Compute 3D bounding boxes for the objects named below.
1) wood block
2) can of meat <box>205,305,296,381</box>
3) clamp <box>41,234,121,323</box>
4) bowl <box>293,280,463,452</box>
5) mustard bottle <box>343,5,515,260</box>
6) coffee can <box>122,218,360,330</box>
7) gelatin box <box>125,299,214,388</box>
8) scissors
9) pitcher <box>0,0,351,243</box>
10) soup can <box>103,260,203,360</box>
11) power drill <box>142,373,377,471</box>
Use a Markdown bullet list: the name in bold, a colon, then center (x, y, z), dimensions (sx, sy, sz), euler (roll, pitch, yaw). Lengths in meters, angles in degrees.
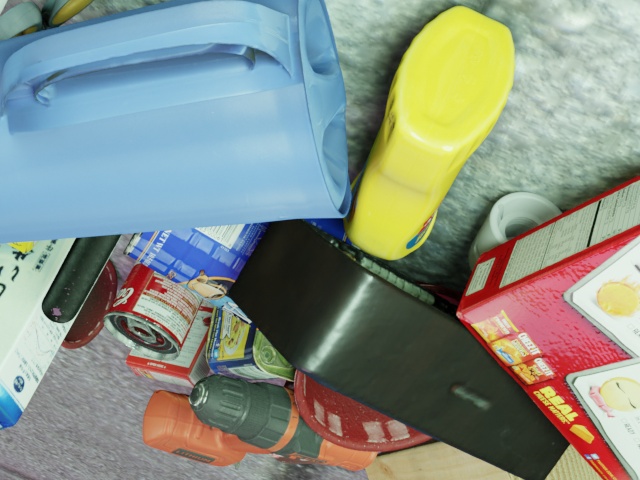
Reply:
- **wood block**: center (0.138, 0.209, 0.939), dimensions (0.206, 0.090, 0.090), euler (-32, 77, 57)
- **can of meat**: center (-0.046, 0.064, 0.864), dimensions (0.057, 0.102, 0.084), euler (22, 159, -32)
- **clamp**: center (-0.127, -0.058, 0.735), dimensions (0.036, 0.164, 0.210), euler (26, 130, -23)
- **bowl**: center (0.053, 0.086, 0.824), dimensions (0.162, 0.055, 0.162), euler (-7, 124, -10)
- **mustard bottle**: center (0.052, -0.042, 0.620), dimensions (0.058, 0.096, 0.192), euler (24, 151, 1)
- **coffee can**: center (-0.055, 0.001, 0.767), dimensions (0.140, 0.102, 0.103), euler (31, 151, -10)
- **gelatin box**: center (-0.126, 0.087, 0.978), dimensions (0.073, 0.089, 0.030), euler (8, 148, 29)
- **scissors**: center (-0.180, -0.140, 0.706), dimensions (0.016, 0.096, 0.202), euler (55, 176, -10)
- **pitcher**: center (-0.109, -0.067, 0.581), dimensions (0.243, 0.145, 0.149), euler (-8, 122, 10)
- **soup can**: center (-0.126, 0.039, 0.886), dimensions (0.068, 0.102, 0.068), euler (19, 151, 11)
- **power drill**: center (-0.071, 0.156, 0.903), dimensions (0.184, 0.057, 0.188), euler (26, 157, -35)
